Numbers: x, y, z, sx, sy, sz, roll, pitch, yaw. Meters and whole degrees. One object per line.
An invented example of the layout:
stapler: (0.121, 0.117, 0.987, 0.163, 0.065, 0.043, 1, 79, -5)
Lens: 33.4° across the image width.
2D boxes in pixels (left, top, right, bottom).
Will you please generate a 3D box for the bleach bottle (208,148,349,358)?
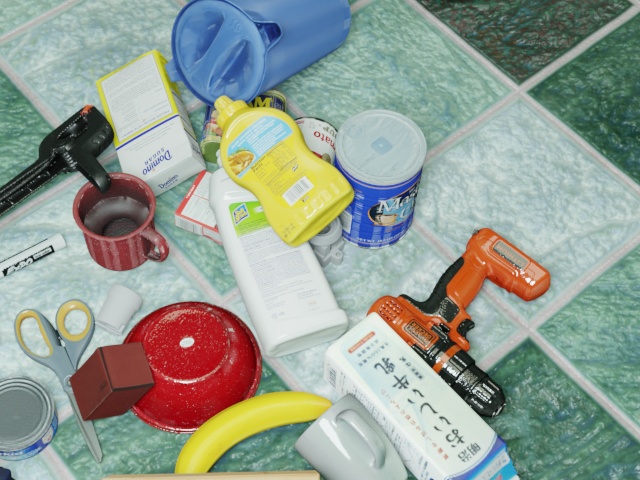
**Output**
bleach bottle: (-0.058, 0.001, 1.210, 0.102, 0.068, 0.251, -16, 69, -15)

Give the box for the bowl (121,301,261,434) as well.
bowl: (-0.144, 0.125, 1.158, 0.162, 0.055, 0.162, 1, 57, -2)

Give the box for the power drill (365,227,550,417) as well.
power drill: (0.173, 0.086, 1.195, 0.184, 0.057, 0.187, 40, 64, 20)

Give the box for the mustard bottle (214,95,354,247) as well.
mustard bottle: (-0.056, -0.091, 1.186, 0.096, 0.058, 0.192, -41, 72, 2)

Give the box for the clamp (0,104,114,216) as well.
clamp: (-0.285, -0.097, 1.236, 0.165, 0.036, 0.209, -8, 34, 22)

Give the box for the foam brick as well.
foam brick: (-0.219, 0.148, 1.116, 0.051, 0.078, 0.053, -3, 62, -41)

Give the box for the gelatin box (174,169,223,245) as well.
gelatin box: (-0.119, -0.035, 1.274, 0.089, 0.030, 0.073, 23, 59, 8)

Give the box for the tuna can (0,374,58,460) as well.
tuna can: (-0.321, 0.187, 1.123, 0.086, 0.034, 0.086, 1, 58, -2)

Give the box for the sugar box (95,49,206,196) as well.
sugar box: (-0.210, -0.143, 1.313, 0.093, 0.048, 0.176, -27, 63, 11)

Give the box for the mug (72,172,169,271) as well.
mug: (-0.222, -0.012, 1.224, 0.117, 0.081, 0.093, 27, 61, 14)

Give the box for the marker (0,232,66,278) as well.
marker: (-0.352, 0.026, 1.231, 0.121, 0.020, 0.020, -28, 63, -19)

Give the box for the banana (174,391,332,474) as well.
banana: (-0.081, 0.206, 1.124, 0.197, 0.037, 0.069, -34, 93, -18)

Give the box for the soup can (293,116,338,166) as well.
soup can: (-0.019, -0.090, 1.290, 0.068, 0.068, 0.102, 13, 59, 5)

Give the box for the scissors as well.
scissors: (-0.260, 0.141, 1.165, 0.096, 0.016, 0.202, -35, 66, -22)

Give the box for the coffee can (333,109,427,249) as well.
coffee can: (0.064, -0.069, 1.238, 0.103, 0.140, 0.103, 1, 58, -2)

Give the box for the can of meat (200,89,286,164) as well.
can of meat: (-0.097, -0.139, 1.325, 0.102, 0.057, 0.084, 5, 60, 0)

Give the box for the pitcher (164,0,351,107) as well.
pitcher: (-0.071, -0.254, 1.322, 0.149, 0.145, 0.242, 31, 34, 17)
